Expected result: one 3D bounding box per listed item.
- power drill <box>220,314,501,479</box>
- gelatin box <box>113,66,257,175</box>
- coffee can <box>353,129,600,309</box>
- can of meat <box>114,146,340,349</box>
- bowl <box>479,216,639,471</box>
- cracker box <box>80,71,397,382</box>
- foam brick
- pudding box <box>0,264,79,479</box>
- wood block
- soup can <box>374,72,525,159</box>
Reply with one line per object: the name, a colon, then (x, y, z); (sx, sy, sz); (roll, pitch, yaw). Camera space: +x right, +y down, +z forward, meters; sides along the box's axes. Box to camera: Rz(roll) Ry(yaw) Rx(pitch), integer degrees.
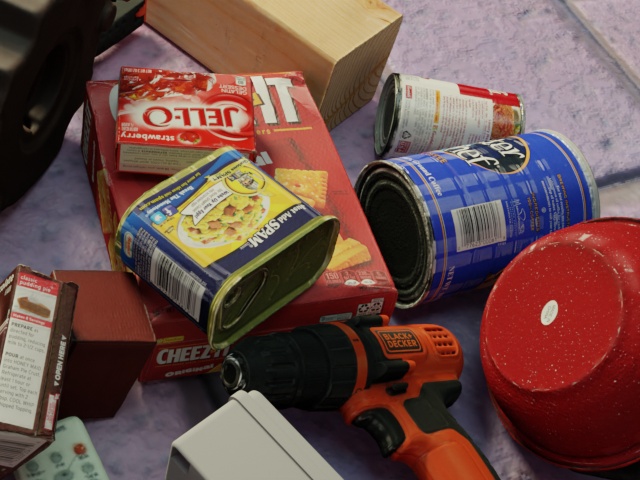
power drill: (0.047, 0.125, 0.604); (0.184, 0.057, 0.188); (0, 50, -43)
gelatin box: (-0.087, -0.076, 0.689); (0.089, 0.030, 0.073); (3, 49, -10)
coffee can: (0.107, -0.017, 0.744); (0.140, 0.103, 0.103); (-12, 55, -26)
can of meat: (-0.054, 0.001, 0.611); (0.084, 0.057, 0.101); (37, 50, 22)
bowl: (0.152, 0.052, 0.638); (0.055, 0.162, 0.162); (27, 36, -41)
cracker box: (-0.061, -0.020, 0.715); (0.164, 0.072, 0.214); (-6, 52, -21)
foam brick: (-0.136, 0.060, 0.612); (0.051, 0.078, 0.053); (3, 48, -34)
pudding box: (-0.171, 0.076, 0.561); (0.039, 0.114, 0.090); (21, 55, -31)
wood block: (-0.050, -0.183, 0.850); (0.206, 0.090, 0.090); (37, 50, 15)
soup can: (0.099, -0.089, 0.828); (0.102, 0.069, 0.068); (9, 48, -9)
